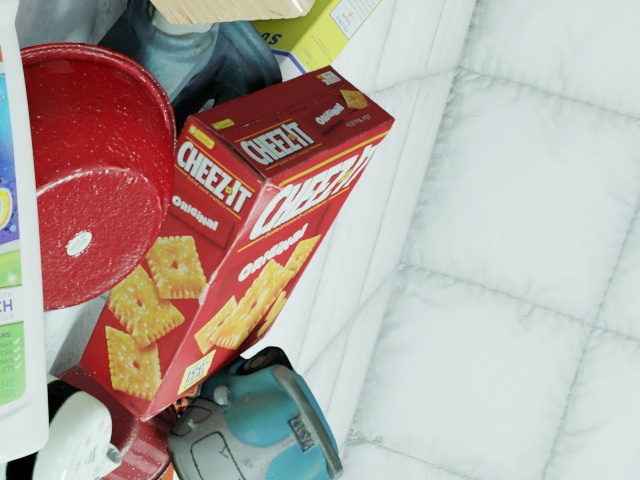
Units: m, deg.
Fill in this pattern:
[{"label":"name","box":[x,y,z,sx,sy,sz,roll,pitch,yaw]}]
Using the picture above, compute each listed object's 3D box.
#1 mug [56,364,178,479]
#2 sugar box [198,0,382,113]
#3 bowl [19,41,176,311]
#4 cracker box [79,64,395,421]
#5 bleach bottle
[{"label":"mug","box":[-0.170,0.145,0.793,0.117,0.093,0.081,-34,158,-4]},{"label":"sugar box","box":[-0.026,-0.162,0.820,0.176,0.093,0.048,-51,135,-9]},{"label":"bowl","box":[-0.133,-0.016,0.538,0.162,0.055,0.162,-25,143,-21]},{"label":"cracker box","box":[-0.055,0.001,0.712,0.163,0.072,0.214,-33,158,-54]},{"label":"bleach bottle","box":[-0.169,-0.031,0.436,0.102,0.068,0.251,-9,102,-37]}]
